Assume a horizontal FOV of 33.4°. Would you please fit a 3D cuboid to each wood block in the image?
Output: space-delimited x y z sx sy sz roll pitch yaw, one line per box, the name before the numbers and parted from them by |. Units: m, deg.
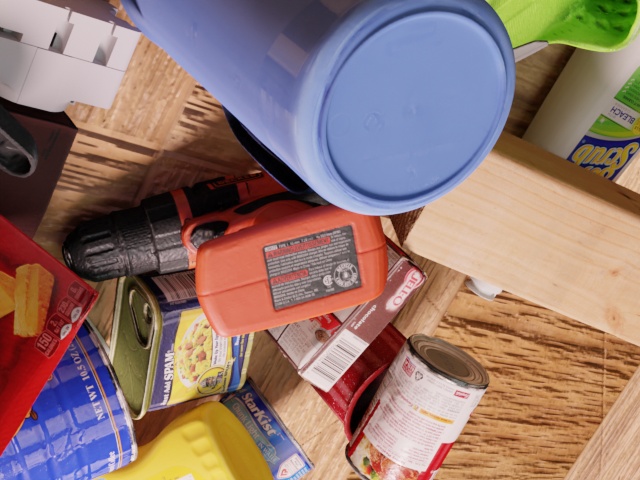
wood block | 0.161 -0.013 0.782 0.206 0.091 0.090 22 110 -15

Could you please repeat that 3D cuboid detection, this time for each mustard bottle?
mustard bottle | -0.130 0.195 0.773 0.192 0.058 0.096 -28 99 20

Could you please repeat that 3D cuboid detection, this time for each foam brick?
foam brick | -0.180 -0.046 0.599 0.052 0.051 0.078 12 113 -42

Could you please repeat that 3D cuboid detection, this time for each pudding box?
pudding box | 0.009 0.037 0.769 0.113 0.090 0.039 -48 134 3

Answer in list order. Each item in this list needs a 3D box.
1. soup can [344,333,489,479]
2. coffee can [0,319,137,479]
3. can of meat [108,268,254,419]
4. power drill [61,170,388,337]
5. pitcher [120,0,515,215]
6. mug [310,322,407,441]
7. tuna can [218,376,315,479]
soup can | 0.070 0.127 0.774 0.068 0.069 0.102 12 112 -41
coffee can | -0.196 0.115 0.645 0.140 0.103 0.103 -21 131 -24
can of meat | -0.094 0.066 0.739 0.083 0.057 0.102 -9 126 -34
power drill | -0.054 0.001 0.627 0.184 0.188 0.057 -16 107 -14
pitcher | -0.009 -0.104 0.543 0.145 0.243 0.149 -49 129 7
mug | 0.038 0.115 0.851 0.093 0.082 0.117 -20 130 -23
tuna can | -0.042 0.148 0.815 0.033 0.086 0.086 -36 135 -7
